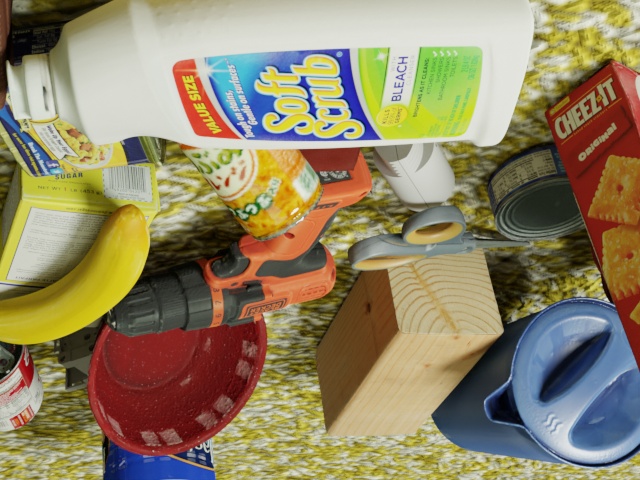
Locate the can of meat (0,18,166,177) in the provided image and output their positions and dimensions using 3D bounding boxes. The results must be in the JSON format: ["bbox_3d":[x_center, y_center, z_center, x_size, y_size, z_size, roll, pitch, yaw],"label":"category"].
[{"bbox_3d":[-0.142,-0.082,0.620,0.084,0.057,0.102,-8,149,3],"label":"can of meat"}]

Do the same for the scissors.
[{"bbox_3d":[0.112,-0.005,0.803,0.201,0.016,0.096,-7,160,-33],"label":"scissors"}]

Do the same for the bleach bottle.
[{"bbox_3d":[-0.026,-0.083,0.536,0.250,0.068,0.103,-8,144,-11],"label":"bleach bottle"}]

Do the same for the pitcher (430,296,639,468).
[{"bbox_3d":[0.192,0.129,0.939,0.149,0.145,0.243,30,164,-7],"label":"pitcher"}]

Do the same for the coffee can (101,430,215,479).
[{"bbox_3d":[-0.149,0.183,0.976,0.102,0.140,0.103,-6,149,-4],"label":"coffee can"}]

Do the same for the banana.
[{"bbox_3d":[-0.172,0.033,0.730,0.198,0.037,0.069,-27,149,30],"label":"banana"}]

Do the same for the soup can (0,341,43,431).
[{"bbox_3d":[-0.275,0.113,0.898,0.068,0.068,0.102,-5,150,-6],"label":"soup can"}]

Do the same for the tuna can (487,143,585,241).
[{"bbox_3d":[0.169,-0.035,0.799,0.086,0.034,0.086,-6,149,-4],"label":"tuna can"}]

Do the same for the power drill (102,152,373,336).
[{"bbox_3d":[-0.055,0.001,0.752,0.184,0.057,0.188,-13,155,-27],"label":"power drill"}]

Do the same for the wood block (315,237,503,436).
[{"bbox_3d":[0.068,0.088,0.924,0.090,0.091,0.206,2,148,-17],"label":"wood block"}]

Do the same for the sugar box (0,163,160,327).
[{"bbox_3d":[-0.184,0.004,0.764,0.093,0.048,0.176,6,150,-25],"label":"sugar box"}]

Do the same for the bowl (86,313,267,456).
[{"bbox_3d":[-0.124,0.090,0.866,0.161,0.055,0.162,-15,116,-33],"label":"bowl"}]
